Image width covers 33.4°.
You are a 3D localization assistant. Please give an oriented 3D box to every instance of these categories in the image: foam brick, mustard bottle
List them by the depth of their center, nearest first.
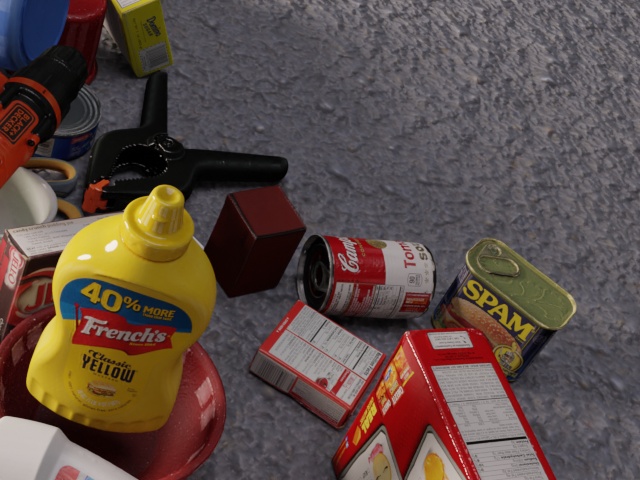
[{"bbox_3d":[-0.115,0.039,0.647,0.096,0.192,0.058,20,41,-8],"label":"mustard bottle"},{"bbox_3d":[-0.056,0.001,0.889,0.051,0.078,0.053,-12,56,-36],"label":"foam brick"}]

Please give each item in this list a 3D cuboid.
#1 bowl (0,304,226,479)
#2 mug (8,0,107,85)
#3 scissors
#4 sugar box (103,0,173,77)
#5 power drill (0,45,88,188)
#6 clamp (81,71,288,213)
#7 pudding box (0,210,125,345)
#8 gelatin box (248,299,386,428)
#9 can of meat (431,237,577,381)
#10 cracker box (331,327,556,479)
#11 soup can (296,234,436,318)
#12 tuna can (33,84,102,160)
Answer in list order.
[{"bbox_3d":[-0.150,0.118,0.739,0.162,0.055,0.162,14,43,-14],"label":"bowl"},{"bbox_3d":[-0.255,-0.206,0.994,0.117,0.082,0.093,38,43,12],"label":"mug"},{"bbox_3d":[-0.276,-0.023,0.847,0.201,0.016,0.096,-19,58,-39],"label":"scissors"},{"bbox_3d":[-0.206,-0.253,1.053,0.048,0.093,0.176,-24,60,-14],"label":"sugar box"},{"bbox_3d":[-0.270,-0.133,0.767,0.187,0.057,0.184,42,40,-16],"label":"power drill"},{"bbox_3d":[-0.130,-0.070,0.951,0.164,0.036,0.209,31,36,6],"label":"clamp"},{"bbox_3d":[-0.184,0.027,0.780,0.113,0.090,0.039,-15,52,-46],"label":"pudding box"},{"bbox_3d":[-0.001,0.098,0.854,0.089,0.030,0.073,32,40,6],"label":"gelatin box"},{"bbox_3d":[0.156,0.062,0.929,0.102,0.084,0.057,39,43,13],"label":"can of meat"},{"bbox_3d":[0.092,0.190,0.707,0.072,0.164,0.214,-2,48,-25],"label":"cracker box"},{"bbox_3d":[0.039,0.032,0.913,0.102,0.069,0.068,4,46,-24],"label":"soup can"},{"bbox_3d":[-0.238,-0.110,0.941,0.086,0.034,0.086,14,43,-14],"label":"tuna can"}]
